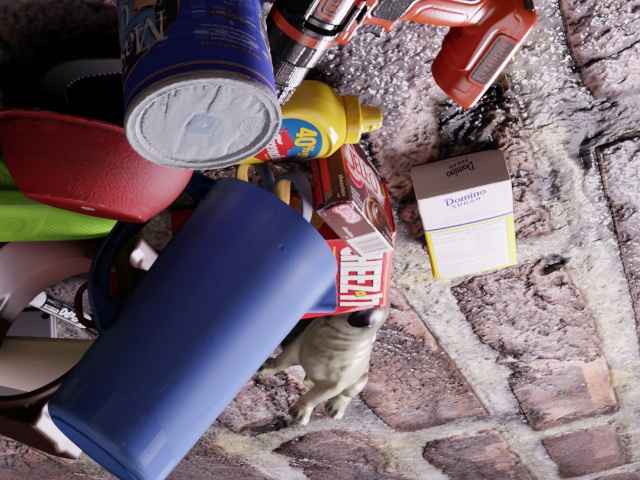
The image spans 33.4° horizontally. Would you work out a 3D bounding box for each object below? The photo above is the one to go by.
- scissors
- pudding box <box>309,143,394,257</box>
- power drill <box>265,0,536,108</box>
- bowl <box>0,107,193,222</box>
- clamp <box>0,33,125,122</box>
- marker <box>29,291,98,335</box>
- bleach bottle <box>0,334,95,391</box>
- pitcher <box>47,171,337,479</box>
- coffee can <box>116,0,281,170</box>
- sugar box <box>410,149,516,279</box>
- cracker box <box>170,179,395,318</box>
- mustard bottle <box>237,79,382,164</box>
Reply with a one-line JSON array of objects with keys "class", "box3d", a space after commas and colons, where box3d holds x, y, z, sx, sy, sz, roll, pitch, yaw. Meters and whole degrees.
[{"class": "scissors", "box3d": [-0.056, 0.001, 0.984, 0.016, 0.096, 0.202, -27, 154, -38]}, {"class": "pudding box", "box3d": [0.026, -0.046, 0.969, 0.039, 0.090, 0.113, -16, 151, 15]}, {"class": "power drill", "box3d": [0.051, -0.154, 0.788, 0.187, 0.057, 0.185, 9, 134, -34]}, {"class": "bowl", "box3d": [-0.170, -0.050, 0.797, 0.162, 0.055, 0.162, 11, 174, 1]}, {"class": "clamp", "box3d": [-0.212, -0.116, 0.829, 0.210, 0.036, 0.164, -22, 149, 29]}, {"class": "marker", "box3d": [-0.279, 0.079, 1.177, 0.020, 0.020, 0.121, -21, 149, 21]}, {"class": "bleach bottle", "box3d": [-0.290, 0.124, 1.075, 0.251, 0.068, 0.102, 4, 174, 25]}, {"class": "pitcher", "box3d": [-0.112, 0.068, 0.863, 0.149, 0.242, 0.145, 23, 153, 32]}, {"class": "coffee can", "box3d": [-0.086, -0.134, 0.726, 0.102, 0.140, 0.103, -7, 151, -4]}, {"class": "sugar box", "box3d": [0.149, -0.024, 1.093, 0.093, 0.048, 0.176, -12, 147, 5]}, {"class": "cracker box", "box3d": [-0.036, 0.023, 1.092, 0.213, 0.072, 0.164, -8, 151, -4]}, {"class": "mustard bottle", "box3d": [-0.043, -0.098, 0.889, 0.191, 0.058, 0.096, -4, 158, -10]}]
